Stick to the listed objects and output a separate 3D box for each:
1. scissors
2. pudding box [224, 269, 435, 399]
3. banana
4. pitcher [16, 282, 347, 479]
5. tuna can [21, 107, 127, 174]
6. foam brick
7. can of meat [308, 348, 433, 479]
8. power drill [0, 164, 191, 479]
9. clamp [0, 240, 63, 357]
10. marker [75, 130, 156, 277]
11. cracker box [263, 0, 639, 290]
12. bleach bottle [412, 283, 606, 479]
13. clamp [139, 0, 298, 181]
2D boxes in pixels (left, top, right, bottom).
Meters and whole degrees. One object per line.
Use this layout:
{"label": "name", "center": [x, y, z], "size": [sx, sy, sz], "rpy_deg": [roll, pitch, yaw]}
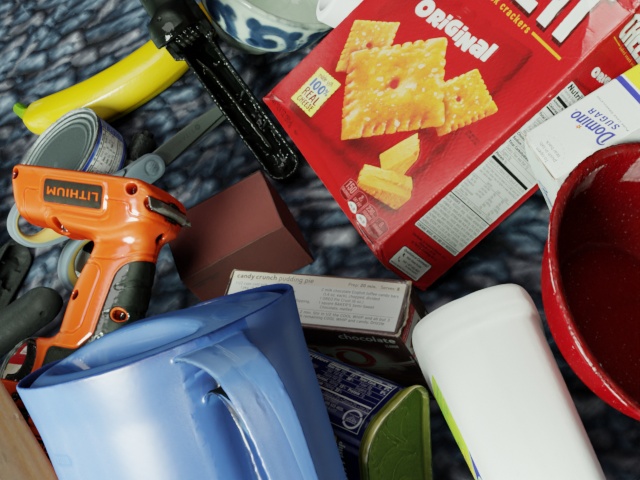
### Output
{"label": "scissors", "center": [-0.121, -0.031, 0.761], "size": [0.201, 0.096, 0.016], "rpy_deg": [-25, 16, -25]}
{"label": "pudding box", "center": [0.009, 0.055, 0.618], "size": [0.114, 0.090, 0.039], "rpy_deg": [1, 62, 24]}
{"label": "banana", "center": [-0.157, -0.127, 0.829], "size": [0.198, 0.037, 0.069], "rpy_deg": [-24, 55, 9]}
{"label": "pitcher", "center": [-0.034, 0.149, 0.491], "size": [0.145, 0.149, 0.243], "rpy_deg": [-18, 95, 17]}
{"label": "tuna can", "center": [-0.183, -0.053, 0.786], "size": [0.086, 0.033, 0.086], "rpy_deg": [-25, 45, 28]}
{"label": "foam brick", "center": [-0.055, 0.001, 0.700], "size": [0.078, 0.053, 0.051], "rpy_deg": [-27, 55, 6]}
{"label": "can of meat", "center": [0.010, 0.113, 0.578], "size": [0.084, 0.102, 0.057], "rpy_deg": [18, 39, 34]}
{"label": "power drill", "center": [-0.161, 0.053, 0.625], "size": [0.185, 0.057, 0.187], "rpy_deg": [7, 81, 21]}
{"label": "clamp", "center": [-0.249, 0.074, 0.747], "size": [0.171, 0.039, 0.120], "rpy_deg": [-43, 25, 3]}
{"label": "marker", "center": [-0.152, -0.029, 0.781], "size": [0.020, 0.020, 0.121], "rpy_deg": [13, 68, 29]}
{"label": "cracker box", "center": [0.086, -0.102, 0.656], "size": [0.214, 0.072, 0.164], "rpy_deg": [-43, 49, 13]}
{"label": "bleach bottle", "center": [0.120, 0.148, 0.507], "size": [0.068, 0.102, 0.251], "rpy_deg": [-23, 54, 4]}
{"label": "clamp", "center": [-0.088, -0.138, 0.745], "size": [0.036, 0.164, 0.210], "rpy_deg": [-35, 43, 4]}
